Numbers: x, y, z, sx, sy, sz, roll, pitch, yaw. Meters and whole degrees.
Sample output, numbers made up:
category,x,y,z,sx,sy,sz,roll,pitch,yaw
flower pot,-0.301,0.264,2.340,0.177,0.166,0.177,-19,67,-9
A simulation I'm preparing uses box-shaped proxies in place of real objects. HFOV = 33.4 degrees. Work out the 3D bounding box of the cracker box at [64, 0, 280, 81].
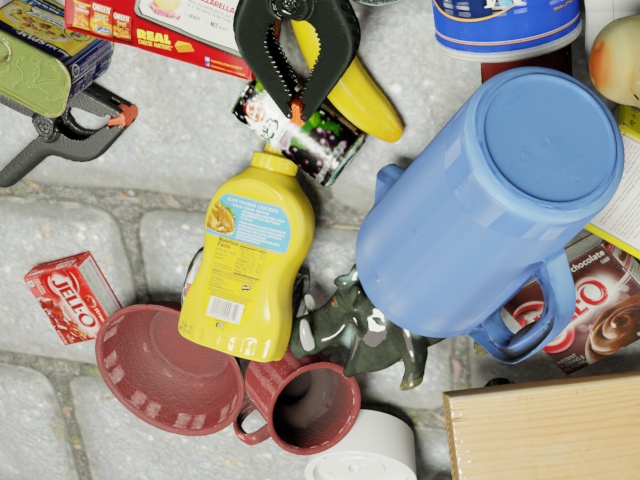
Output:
category,x,y,z,sx,sy,sz,roll,pitch,yaw
cracker box,-0.104,-0.246,0.804,0.164,0.072,0.214,17,125,9

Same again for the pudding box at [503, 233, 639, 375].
category,x,y,z,sx,sy,sz,roll,pitch,yaw
pudding box,0.221,0.051,0.885,0.090,0.039,0.114,45,127,-10

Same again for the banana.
category,x,y,z,sx,sy,sz,roll,pitch,yaw
banana,0.013,-0.162,0.832,0.070,0.037,0.198,-1,121,23

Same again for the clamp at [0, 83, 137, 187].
category,x,y,z,sx,sy,sz,roll,pitch,yaw
clamp,-0.248,-0.099,0.980,0.172,0.039,0.120,7,125,18

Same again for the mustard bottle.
category,x,y,z,sx,sy,sz,roll,pitch,yaw
mustard bottle,-0.056,0.001,0.916,0.096,0.058,0.191,15,93,24

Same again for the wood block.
category,x,y,z,sx,sy,sz,roll,pitch,yaw
wood block,0.209,0.158,0.868,0.206,0.090,0.091,-6,84,2

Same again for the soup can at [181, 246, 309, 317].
category,x,y,z,sx,sy,sz,roll,pitch,yaw
soup can,-0.069,0.050,0.985,0.102,0.068,0.068,16,126,12

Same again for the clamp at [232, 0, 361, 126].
category,x,y,z,sx,sy,sz,roll,pitch,yaw
clamp,-0.009,-0.178,0.753,0.165,0.036,0.210,1,126,17

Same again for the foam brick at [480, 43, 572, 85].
category,x,y,z,sx,sy,sz,roll,pitch,yaw
foam brick,0.150,-0.127,0.773,0.051,0.078,0.053,3,122,22

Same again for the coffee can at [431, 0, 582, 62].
category,x,y,z,sx,sy,sz,roll,pitch,yaw
coffee can,0.121,-0.204,0.719,0.103,0.102,0.140,2,122,21

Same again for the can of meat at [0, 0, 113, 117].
category,x,y,z,sx,sy,sz,roll,pitch,yaw
can of meat,-0.239,-0.161,0.907,0.102,0.083,0.057,27,128,4

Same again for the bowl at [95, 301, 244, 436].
category,x,y,z,sx,sy,sz,roll,pitch,yaw
bowl,-0.141,0.117,1.066,0.162,0.055,0.162,11,125,16

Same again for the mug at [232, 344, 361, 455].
category,x,y,z,sx,sy,sz,roll,pitch,yaw
mug,-0.030,0.148,0.997,0.117,0.082,0.093,-36,119,-9

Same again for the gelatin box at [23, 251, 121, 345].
category,x,y,z,sx,sy,sz,roll,pitch,yaw
gelatin box,-0.250,0.060,1.090,0.073,0.030,0.089,-13,116,29

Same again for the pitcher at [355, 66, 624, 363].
category,x,y,z,sx,sy,sz,roll,pitch,yaw
pitcher,0.121,-0.014,0.759,0.149,0.145,0.243,17,159,-6
